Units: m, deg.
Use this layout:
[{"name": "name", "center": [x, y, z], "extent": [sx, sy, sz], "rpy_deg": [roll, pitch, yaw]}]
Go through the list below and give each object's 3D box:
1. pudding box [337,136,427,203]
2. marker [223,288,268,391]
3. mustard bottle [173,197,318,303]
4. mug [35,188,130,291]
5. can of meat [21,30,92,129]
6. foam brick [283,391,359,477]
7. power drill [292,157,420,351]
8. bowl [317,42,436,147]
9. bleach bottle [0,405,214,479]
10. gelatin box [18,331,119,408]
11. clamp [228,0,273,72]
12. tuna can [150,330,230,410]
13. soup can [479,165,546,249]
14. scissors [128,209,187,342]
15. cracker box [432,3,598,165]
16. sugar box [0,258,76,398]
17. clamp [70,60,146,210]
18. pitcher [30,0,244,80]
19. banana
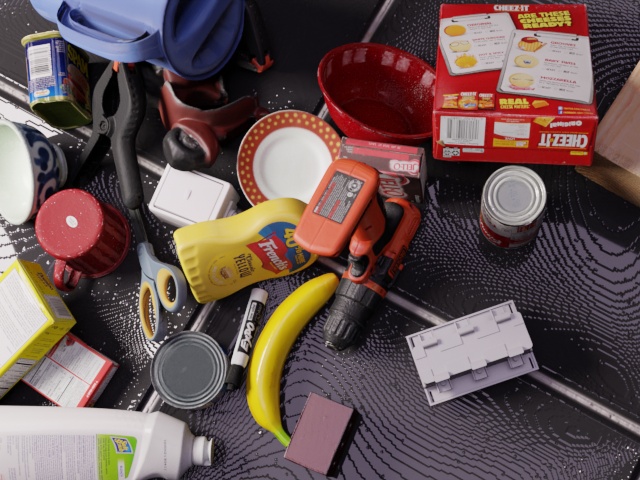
[{"name": "pudding box", "center": [0.070, -0.076, 1.165], "extent": [0.090, 0.113, 0.039], "rpy_deg": [10, 81, 10]}, {"name": "marker", "center": [-0.082, 0.109, 1.173], "extent": [0.020, 0.020, 0.121], "rpy_deg": [11, 63, 10]}, {"name": "mustard bottle", "center": [-0.058, 0.002, 1.173], "extent": [0.191, 0.096, 0.058], "rpy_deg": [-18, 42, -3]}, {"name": "mug", "center": [-0.275, 0.001, 1.209], "extent": [0.093, 0.081, 0.117], "rpy_deg": [17, 79, 11]}, {"name": "can of meat", "center": [-0.306, -0.185, 1.250], "extent": [0.057, 0.102, 0.084], "rpy_deg": [-9, 77, 5]}, {"name": "foam brick", "center": [0.001, 0.207, 1.136], "extent": [0.051, 0.053, 0.078], "rpy_deg": [21, 80, 12]}, {"name": "power drill", "center": [0.033, 0.012, 1.112], "extent": [0.057, 0.187, 0.184], "rpy_deg": [21, 76, 24]}, {"name": "bowl", "center": [0.068, -0.150, 1.192], "extent": [0.162, 0.055, 0.162], "rpy_deg": [10, 45, -11]}, {"name": "bleach bottle", "center": [-0.241, 0.232, 1.153], "extent": [0.251, 0.068, 0.102], "rpy_deg": [2, 109, 2]}, {"name": "gelatin box", "center": [-0.284, 0.147, 1.201], "extent": [0.089, 0.030, 0.073], "rpy_deg": [31, 83, 14]}, {"name": "clamp", "center": [-0.139, -0.277, 1.258], "extent": [0.165, 0.036, 0.210], "rpy_deg": [-32, 97, 38]}, {"name": "tuna can", "center": [-0.142, 0.145, 1.180], "extent": [0.086, 0.033, 0.086], "rpy_deg": [-2, 76, 7]}, {"name": "soup can", "center": [0.206, -0.035, 1.142], "extent": [0.068, 0.102, 0.068], "rpy_deg": [-2, 76, 7]}, {"name": "scissors", "center": [-0.185, 0.012, 1.193], "extent": [0.096, 0.016, 0.202], "rpy_deg": [-30, 61, 45]}, {"name": "cracker box", "center": [0.206, -0.171, 1.144], "extent": [0.164, 0.072, 0.213], "rpy_deg": [2, 43, 7]}, {"name": "sugar box", "center": [-0.361, 0.114, 1.187], "extent": [0.176, 0.048, 0.093], "rpy_deg": [-44, 65, 14]}, {"name": "clamp", "center": [-0.227, -0.120, 1.208], "extent": [0.120, 0.039, 0.171], "rpy_deg": [28, 112, 30]}, {"name": "pitcher", "center": [-0.219, -0.267, 1.186], "extent": [0.243, 0.149, 0.145], "rpy_deg": [22, 92, 30]}, {"name": "banana", "center": [-0.038, 0.123, 1.173], "extent": [0.069, 0.037, 0.198], "rpy_deg": [18, 80, -7]}]
